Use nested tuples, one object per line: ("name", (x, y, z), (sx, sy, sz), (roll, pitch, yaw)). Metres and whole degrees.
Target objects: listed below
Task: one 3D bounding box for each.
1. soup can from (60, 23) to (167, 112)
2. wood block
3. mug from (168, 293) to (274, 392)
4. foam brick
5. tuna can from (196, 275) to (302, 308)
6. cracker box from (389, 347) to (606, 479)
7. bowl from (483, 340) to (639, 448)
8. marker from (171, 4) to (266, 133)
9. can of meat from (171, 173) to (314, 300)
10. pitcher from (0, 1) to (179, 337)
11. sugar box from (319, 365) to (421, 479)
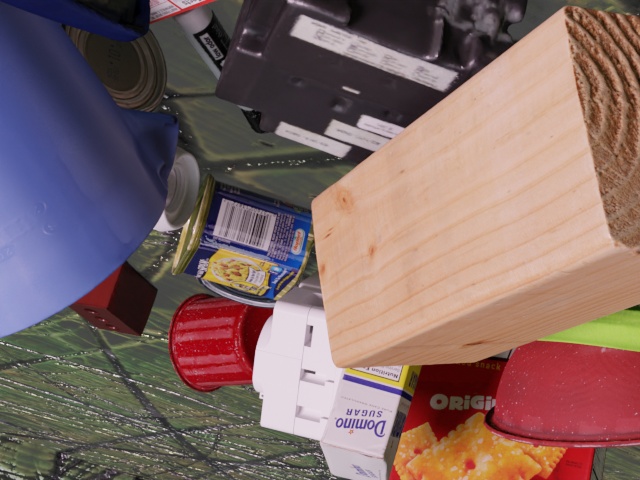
("soup can", (-0.140, -0.080, 0.577), (0.102, 0.068, 0.068), (-21, 141, 39))
("wood block", (0.084, -0.009, 0.462), (0.090, 0.090, 0.206), (1, 162, -27))
("mug", (-0.071, 0.090, 0.985), (0.082, 0.093, 0.117), (-9, 180, 38))
("foam brick", (-0.198, 0.052, 1.007), (0.053, 0.051, 0.078), (7, 158, 21))
("tuna can", (-0.057, 0.025, 0.865), (0.086, 0.033, 0.086), (13, 160, 5))
("cracker box", (0.126, 0.145, 0.792), (0.164, 0.213, 0.072), (6, 156, 23))
("bowl", (0.174, 0.075, 0.634), (0.162, 0.055, 0.162), (-8, -176, 0))
("marker", (-0.049, -0.093, 0.574), (0.020, 0.020, 0.121), (6, 158, 22))
("can of meat", (-0.055, 0.001, 0.770), (0.084, 0.057, 0.102), (17, 160, -11))
("pitcher", (-0.186, -0.077, 0.445), (0.145, 0.149, 0.242), (-8, 127, 33))
("sugar box", (0.047, 0.062, 0.684), (0.048, 0.176, 0.093), (11, 159, 10))
